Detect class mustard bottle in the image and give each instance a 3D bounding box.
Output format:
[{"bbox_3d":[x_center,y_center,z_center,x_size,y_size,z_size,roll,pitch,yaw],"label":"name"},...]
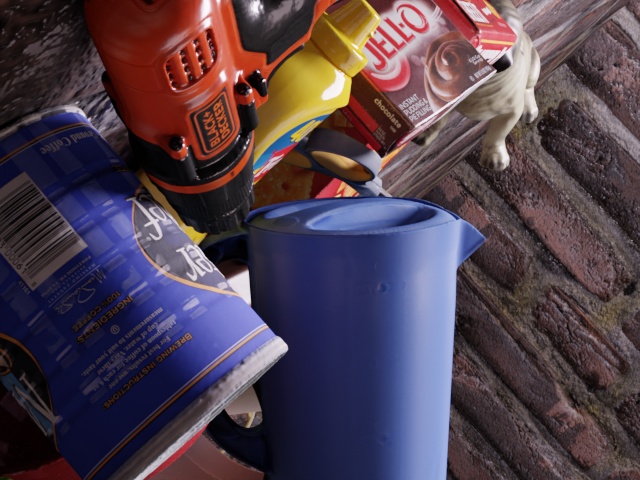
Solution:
[{"bbox_3d":[-0.041,-0.062,0.594,0.192,0.058,0.096,-43,-178,14],"label":"mustard bottle"}]

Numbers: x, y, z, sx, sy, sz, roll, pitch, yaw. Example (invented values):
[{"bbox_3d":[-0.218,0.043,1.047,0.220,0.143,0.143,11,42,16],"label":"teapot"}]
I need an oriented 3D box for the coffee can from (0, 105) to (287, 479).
[{"bbox_3d":[-0.098,0.028,0.460,0.103,0.140,0.103,-41,175,-5],"label":"coffee can"}]

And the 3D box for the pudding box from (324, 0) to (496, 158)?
[{"bbox_3d":[0.045,-0.111,0.658,0.039,0.090,0.113,-44,175,41],"label":"pudding box"}]

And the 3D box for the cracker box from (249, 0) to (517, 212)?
[{"bbox_3d":[0.042,-0.102,0.812,0.214,0.072,0.164,-44,174,21],"label":"cracker box"}]

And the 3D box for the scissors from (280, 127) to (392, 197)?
[{"bbox_3d":[0.012,-0.045,0.720,0.201,0.096,0.016,43,65,-75],"label":"scissors"}]

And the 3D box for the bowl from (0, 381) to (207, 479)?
[{"bbox_3d":[-0.109,0.087,0.584,0.162,0.055,0.162,-26,-156,12],"label":"bowl"}]

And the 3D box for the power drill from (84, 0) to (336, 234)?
[{"bbox_3d":[-0.005,-0.093,0.453,0.187,0.057,0.184,-43,163,-13],"label":"power drill"}]

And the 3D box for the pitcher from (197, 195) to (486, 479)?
[{"bbox_3d":[0.011,0.096,0.668,0.149,0.243,0.144,7,-166,35],"label":"pitcher"}]
